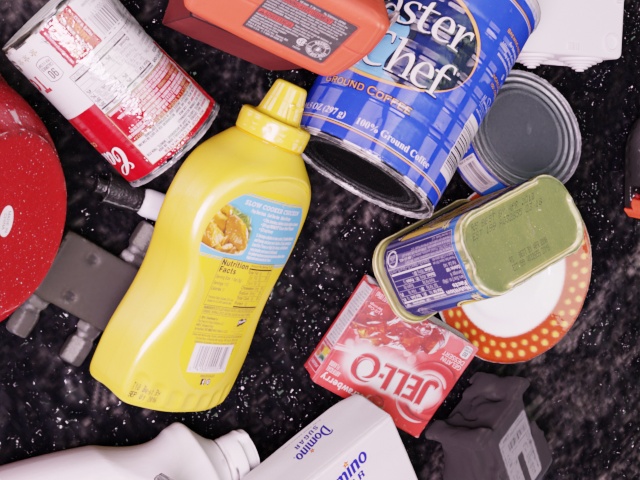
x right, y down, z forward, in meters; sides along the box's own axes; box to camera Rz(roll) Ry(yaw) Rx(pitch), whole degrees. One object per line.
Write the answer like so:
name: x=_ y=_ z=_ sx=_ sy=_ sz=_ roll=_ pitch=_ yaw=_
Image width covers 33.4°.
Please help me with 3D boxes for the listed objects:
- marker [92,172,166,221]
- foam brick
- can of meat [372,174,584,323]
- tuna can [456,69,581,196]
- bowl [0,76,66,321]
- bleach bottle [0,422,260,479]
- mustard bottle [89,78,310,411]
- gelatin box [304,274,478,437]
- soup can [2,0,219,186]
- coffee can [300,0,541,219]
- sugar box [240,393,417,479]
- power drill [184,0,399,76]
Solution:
marker: x=-0.078 y=-0.014 z=0.638 sx=0.121 sy=0.020 sz=0.020 roll=20 pitch=86 yaw=-26
foam brick: x=-0.042 y=-0.138 z=0.625 sx=0.078 sy=0.051 sz=0.053 roll=20 pitch=85 yaw=-26
can of meat: x=0.097 y=0.004 z=0.651 sx=0.101 sy=0.084 sz=0.057 roll=-27 pitch=92 yaw=-33
tuna can: x=0.128 y=-0.067 z=0.709 sx=0.086 sy=0.034 sz=0.086 roll=7 pitch=72 yaw=-21
bowl: x=-0.173 y=-0.013 z=0.521 sx=0.162 sy=0.055 sz=0.162 roll=13 pitch=90 yaw=-69
bleach bottle: x=-0.152 y=0.159 z=0.597 sx=0.250 sy=0.068 sz=0.102 roll=-20 pitch=106 yaw=-25
mustard bottle: x=-0.054 y=0.001 z=0.599 sx=0.096 sy=0.058 sz=0.192 roll=12 pitch=106 yaw=-54
gelatin box: x=0.046 y=0.076 z=0.690 sx=0.089 sy=0.030 sz=0.073 roll=32 pitch=96 yaw=-21
soup can: x=-0.114 y=-0.089 z=0.586 sx=0.068 sy=0.069 sz=0.102 roll=-48 pitch=112 yaw=-14
coffee can: x=0.056 y=-0.099 z=0.647 sx=0.102 sy=0.103 sz=0.140 roll=33 pitch=81 yaw=-25
sugar box: x=0.025 y=0.189 z=0.673 sx=0.093 sy=0.048 sz=0.176 roll=-35 pitch=122 yaw=-20
power drill: x=-0.024 y=-0.194 z=0.581 sx=0.184 sy=0.057 sz=0.187 roll=21 pitch=55 yaw=-24
